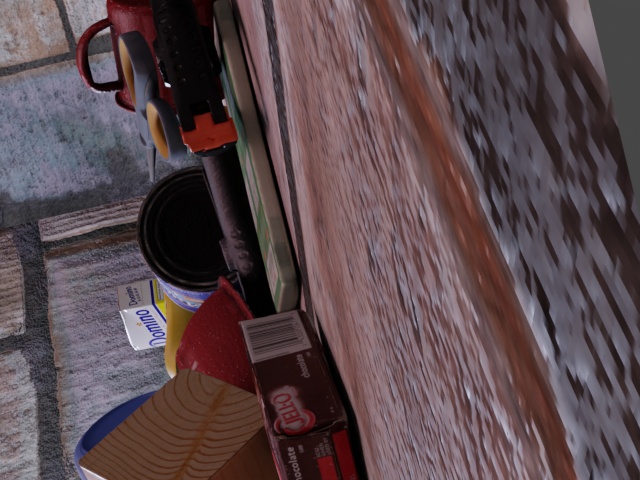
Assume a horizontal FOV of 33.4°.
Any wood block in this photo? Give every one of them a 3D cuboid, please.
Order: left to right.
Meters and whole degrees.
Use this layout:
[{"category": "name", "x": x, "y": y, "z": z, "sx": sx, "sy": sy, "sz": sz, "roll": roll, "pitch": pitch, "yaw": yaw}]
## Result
[{"category": "wood block", "x": -0.050, "y": 0.192, "z": 0.647, "sx": 0.090, "sy": 0.090, "sz": 0.206, "roll": 13, "pitch": 133, "yaw": 43}]

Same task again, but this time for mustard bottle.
[{"category": "mustard bottle", "x": -0.122, "y": 0.087, "z": 1.030, "sx": 0.191, "sy": 0.058, "sz": 0.096, "roll": -106, "pitch": 6, "yaw": -59}]

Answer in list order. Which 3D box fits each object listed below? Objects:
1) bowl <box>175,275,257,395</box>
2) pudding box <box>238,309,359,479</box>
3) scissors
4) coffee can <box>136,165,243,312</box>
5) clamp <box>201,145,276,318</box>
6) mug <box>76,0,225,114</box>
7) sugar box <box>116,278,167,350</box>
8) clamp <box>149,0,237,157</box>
[{"category": "bowl", "x": -0.055, "y": 0.107, "z": 0.730, "sx": 0.162, "sy": 0.055, "sz": 0.162, "roll": 58, "pitch": 166, "yaw": 23}, {"category": "pudding box", "x": -0.007, "y": 0.097, "z": 0.523, "sx": 0.113, "sy": 0.039, "sz": 0.090, "roll": -113, "pitch": 9, "yaw": -64}, {"category": "scissors", "x": -0.114, "y": -0.065, "z": 0.755, "sx": 0.096, "sy": 0.016, "sz": 0.202, "roll": 60, "pitch": 165, "yaw": 27}, {"category": "coffee can", "x": -0.097, "y": 0.004, "z": 0.904, "sx": 0.140, "sy": 0.102, "sz": 0.103, "roll": 103, "pitch": 154, "yaw": -78}, {"category": "clamp", "x": -0.055, "y": 0.001, "z": 0.777, "sx": 0.120, "sy": 0.039, "sz": 0.171, "roll": 166, "pitch": 88, "yaw": -89}, {"category": "mug", "x": -0.126, "y": -0.147, "z": 0.802, "sx": 0.093, "sy": 0.117, "sz": 0.081, "roll": -131, "pitch": 31, "yaw": -53}, {"category": "sugar box", "x": -0.154, "y": 0.081, "z": 1.313, "sx": 0.093, "sy": 0.176, "sz": 0.048, "roll": 83, "pitch": 172, "yaw": -51}, {"category": "clamp", "x": -0.080, "y": -0.106, "z": 0.652, "sx": 0.210, "sy": 0.036, "sz": 0.164, "roll": -111, "pitch": 6, "yaw": -46}]
